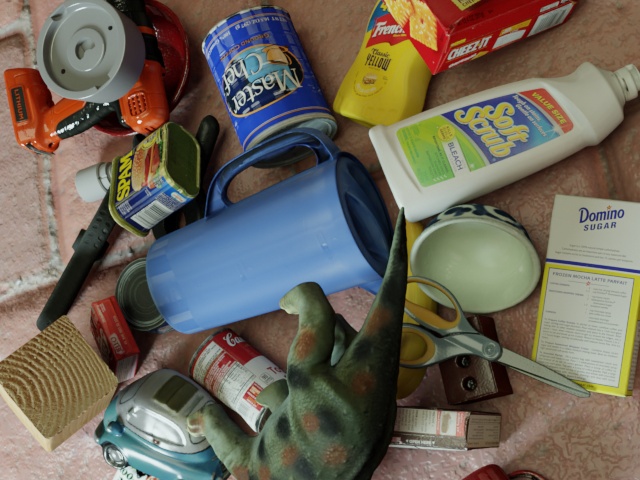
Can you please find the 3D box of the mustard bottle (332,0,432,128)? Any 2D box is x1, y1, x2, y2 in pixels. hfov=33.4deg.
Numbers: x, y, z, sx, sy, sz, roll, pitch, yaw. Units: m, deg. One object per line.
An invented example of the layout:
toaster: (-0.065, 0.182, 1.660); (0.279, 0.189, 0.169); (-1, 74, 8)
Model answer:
mustard bottle: (0.087, -0.206, 1.092); (0.096, 0.058, 0.191); (25, 93, 45)

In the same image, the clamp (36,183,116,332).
clamp: (-0.263, 0.011, 1.208); (0.036, 0.165, 0.210); (28, 79, -11)

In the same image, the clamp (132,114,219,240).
clamp: (-0.167, -0.054, 1.206); (0.120, 0.039, 0.171); (1, 85, 39)

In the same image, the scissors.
scissors: (0.139, 0.112, 0.988); (0.202, 0.016, 0.096); (40, 91, 18)

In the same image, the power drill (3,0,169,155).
power drill: (-0.263, -0.187, 1.194); (0.188, 0.057, 0.184); (-19, 75, 22)

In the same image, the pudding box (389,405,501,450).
pudding box: (0.112, 0.175, 1.002); (0.090, 0.113, 0.039); (-1, 82, 24)

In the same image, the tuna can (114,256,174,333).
tuna can: (-0.189, 0.061, 1.202); (0.086, 0.033, 0.086); (-4, 82, 25)

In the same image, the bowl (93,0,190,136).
bowl: (-0.207, -0.194, 1.232); (0.162, 0.055, 0.162); (-3, 82, 25)

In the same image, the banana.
banana: (0.089, 0.074, 1.051); (0.037, 0.069, 0.198); (0, 71, 35)

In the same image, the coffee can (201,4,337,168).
coffee can: (-0.054, -0.161, 1.130); (0.103, 0.102, 0.140); (-29, 72, 19)

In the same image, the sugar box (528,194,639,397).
sugar box: (0.253, 0.050, 0.990); (0.093, 0.048, 0.176); (9, 84, 26)

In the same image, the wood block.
wood block: (-0.278, 0.156, 1.121); (0.090, 0.206, 0.090); (-39, 87, -20)

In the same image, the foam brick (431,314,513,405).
foam brick: (0.145, 0.116, 1.028); (0.053, 0.051, 0.078); (-19, 76, 22)

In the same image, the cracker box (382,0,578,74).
cracker box: (0.128, -0.283, 1.033); (0.164, 0.072, 0.214); (-24, 70, -19)

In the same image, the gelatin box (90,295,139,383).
gelatin box: (-0.230, 0.112, 1.188); (0.030, 0.089, 0.073); (-20, 71, -21)

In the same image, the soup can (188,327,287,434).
soup can: (-0.080, 0.148, 1.121); (0.102, 0.068, 0.068); (36, 99, 24)

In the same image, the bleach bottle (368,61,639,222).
bleach bottle: (0.180, -0.109, 1.014); (0.251, 0.068, 0.102); (-24, 72, 9)

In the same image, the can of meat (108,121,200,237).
can of meat: (-0.175, -0.067, 1.140); (0.084, 0.057, 0.102); (-32, 41, 26)

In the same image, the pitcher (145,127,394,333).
pitcher: (-0.057, 0.001, 1.088); (0.243, 0.144, 0.149); (-20, 55, 21)
